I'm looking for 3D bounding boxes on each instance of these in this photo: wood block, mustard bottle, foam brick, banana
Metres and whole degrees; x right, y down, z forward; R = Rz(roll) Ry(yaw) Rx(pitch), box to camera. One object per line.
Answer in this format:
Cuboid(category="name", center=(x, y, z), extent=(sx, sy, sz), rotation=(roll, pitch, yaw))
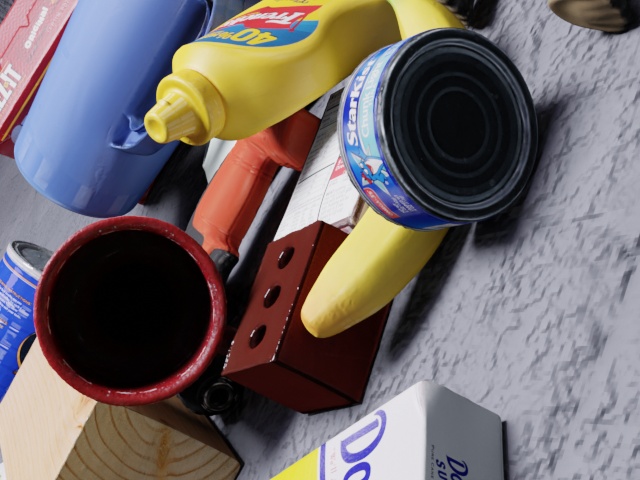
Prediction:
Cuboid(category="wood block", center=(-0.132, 0.119, 0.649), extent=(0.091, 0.090, 0.206), rotation=(-61, 23, -1))
Cuboid(category="mustard bottle", center=(-0.028, -0.106, 0.616), extent=(0.096, 0.058, 0.191), rotation=(13, 39, 39))
Cuboid(category="foam brick", center=(-0.004, 0.038, 0.523), extent=(0.053, 0.051, 0.078), rotation=(-25, 41, 55))
Cuboid(category="banana", center=(0.042, -0.042, 0.513), extent=(0.070, 0.037, 0.197), rotation=(3, 65, 19))

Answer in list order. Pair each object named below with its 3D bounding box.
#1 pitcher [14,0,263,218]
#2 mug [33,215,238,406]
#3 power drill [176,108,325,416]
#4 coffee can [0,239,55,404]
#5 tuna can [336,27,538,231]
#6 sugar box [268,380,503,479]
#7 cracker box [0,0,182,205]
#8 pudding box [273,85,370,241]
Cuboid(category="pitcher", center=(-0.134, -0.130, 0.803), extent=(0.243, 0.145, 0.149), rotation=(-54, -8, 26))
Cuboid(category="mug", center=(-0.087, 0.038, 0.559), extent=(0.081, 0.117, 0.093), rotation=(178, 108, -81))
Cuboid(category="power drill", center=(-0.054, 0.001, 0.667), extent=(0.188, 0.057, 0.185), rotation=(-57, 30, 5))
Cuboid(category="coffee can", center=(-0.268, 0.085, 0.962), extent=(0.140, 0.102, 0.103), rotation=(-59, 22, 5))
Cuboid(category="tuna can", center=(0.052, -0.048, 0.463), extent=(0.034, 0.086, 0.086), rotation=(-9, 54, 61))
Cuboid(category="sugar box", center=(-0.004, 0.133, 0.415), extent=(0.176, 0.048, 0.093), rotation=(-44, 27, 38))
Cuboid(category="cracker box", center=(-0.198, -0.135, 0.955), extent=(0.072, 0.213, 0.164), rotation=(36, 96, 28))
Cuboid(category="pudding box", center=(0.024, -0.040, 0.577), extent=(0.090, 0.039, 0.113), rotation=(-21, 42, 58))
